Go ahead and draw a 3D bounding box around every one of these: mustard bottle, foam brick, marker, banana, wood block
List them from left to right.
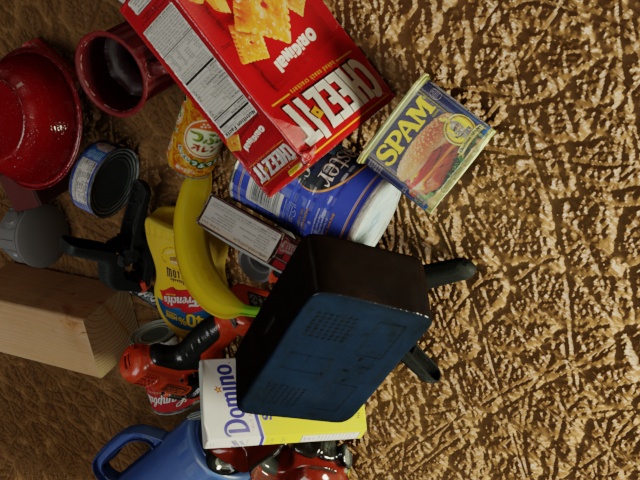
[{"bbox_3d":[-0.334,-0.076,1.280,0.051,0.078,0.053,-10,110,38],"label":"foam brick"},{"bbox_3d":[-0.348,0.100,1.391,0.206,0.090,0.091,9,122,29],"label":"wood block"},{"bbox_3d":[-0.215,0.068,1.328,0.121,0.020,0.020,30,131,15],"label":"marker"},{"bbox_3d":[-0.151,0.056,1.251,0.096,0.058,0.192,12,125,21],"label":"mustard bottle"},{"bbox_3d":[-0.123,0.008,1.147,0.037,0.069,0.198,86,163,-68],"label":"banana"}]

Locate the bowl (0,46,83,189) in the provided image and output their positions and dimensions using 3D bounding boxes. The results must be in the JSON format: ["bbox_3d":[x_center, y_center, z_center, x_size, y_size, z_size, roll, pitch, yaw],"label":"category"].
[{"bbox_3d":[-0.341,-0.135,1.187,0.162,0.055,0.162,5,99,32],"label":"bowl"}]

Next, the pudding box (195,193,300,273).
[{"bbox_3d":[-0.057,0.001,1.068,0.114,0.039,0.090,26,175,37],"label":"pudding box"}]

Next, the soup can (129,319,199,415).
[{"bbox_3d":[-0.193,0.158,1.337,0.069,0.068,0.102,1,118,33],"label":"soup can"}]

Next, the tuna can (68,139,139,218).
[{"bbox_3d":[-0.247,-0.071,1.218,0.034,0.086,0.086,24,129,22],"label":"tuna can"}]

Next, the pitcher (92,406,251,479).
[{"bbox_3d":[-0.186,0.304,1.385,0.243,0.149,0.145,-46,49,39],"label":"pitcher"}]

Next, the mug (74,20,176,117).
[{"bbox_3d":[-0.184,-0.186,1.105,0.117,0.081,0.093,2,118,34],"label":"mug"}]

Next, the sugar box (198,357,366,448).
[{"bbox_3d":[-0.043,0.174,1.168,0.176,0.093,0.048,-2,157,-11],"label":"sugar box"}]

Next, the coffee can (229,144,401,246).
[{"bbox_3d":[-0.004,-0.051,1.054,0.140,0.102,0.103,30,130,16],"label":"coffee can"}]

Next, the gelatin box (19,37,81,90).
[{"bbox_3d":[-0.320,-0.179,1.237,0.073,0.030,0.089,41,133,5],"label":"gelatin box"}]

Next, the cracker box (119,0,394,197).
[{"bbox_3d":[-0.051,-0.170,0.969,0.213,0.164,0.072,51,135,-4],"label":"cracker box"}]

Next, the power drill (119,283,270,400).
[{"bbox_3d":[-0.109,0.128,1.228,0.188,0.184,0.057,-36,54,29],"label":"power drill"}]

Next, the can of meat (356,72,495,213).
[{"bbox_3d":[0.097,-0.087,0.975,0.084,0.057,0.102,39,102,4],"label":"can of meat"}]

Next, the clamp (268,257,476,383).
[{"bbox_3d":[0.052,0.054,1.103,0.210,0.036,0.165,22,127,2],"label":"clamp"}]

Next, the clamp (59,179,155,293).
[{"bbox_3d":[-0.226,0.002,1.248,0.039,0.120,0.171,48,172,26],"label":"clamp"}]
